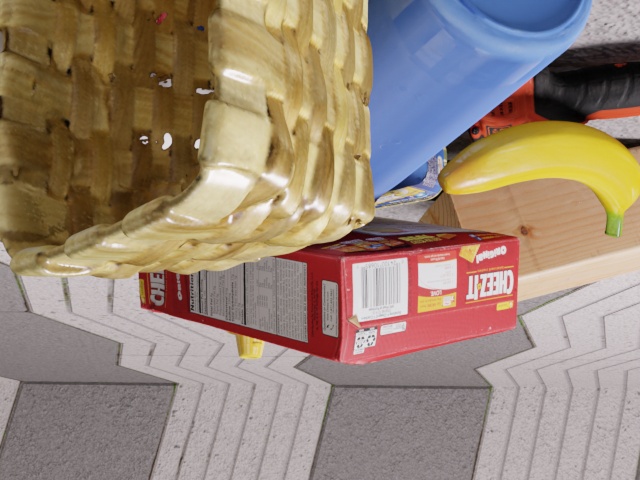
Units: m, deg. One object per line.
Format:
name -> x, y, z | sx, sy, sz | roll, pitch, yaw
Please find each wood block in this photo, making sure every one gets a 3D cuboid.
wood block -> 0.199, -0.009, 0.903 | 0.205, 0.091, 0.090 | -12, 163, -16

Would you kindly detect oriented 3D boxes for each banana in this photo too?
banana -> 0.161, -0.046, 0.713 | 0.197, 0.070, 0.037 | 12, -171, -39

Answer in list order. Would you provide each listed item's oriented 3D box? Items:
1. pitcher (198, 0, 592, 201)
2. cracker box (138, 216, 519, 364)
pitcher -> 0.029, -0.107, 0.600 | 0.149, 0.145, 0.243 | -22, 174, -29
cracker box -> 0.001, 0.024, 0.727 | 0.163, 0.072, 0.214 | -6, -170, -42
